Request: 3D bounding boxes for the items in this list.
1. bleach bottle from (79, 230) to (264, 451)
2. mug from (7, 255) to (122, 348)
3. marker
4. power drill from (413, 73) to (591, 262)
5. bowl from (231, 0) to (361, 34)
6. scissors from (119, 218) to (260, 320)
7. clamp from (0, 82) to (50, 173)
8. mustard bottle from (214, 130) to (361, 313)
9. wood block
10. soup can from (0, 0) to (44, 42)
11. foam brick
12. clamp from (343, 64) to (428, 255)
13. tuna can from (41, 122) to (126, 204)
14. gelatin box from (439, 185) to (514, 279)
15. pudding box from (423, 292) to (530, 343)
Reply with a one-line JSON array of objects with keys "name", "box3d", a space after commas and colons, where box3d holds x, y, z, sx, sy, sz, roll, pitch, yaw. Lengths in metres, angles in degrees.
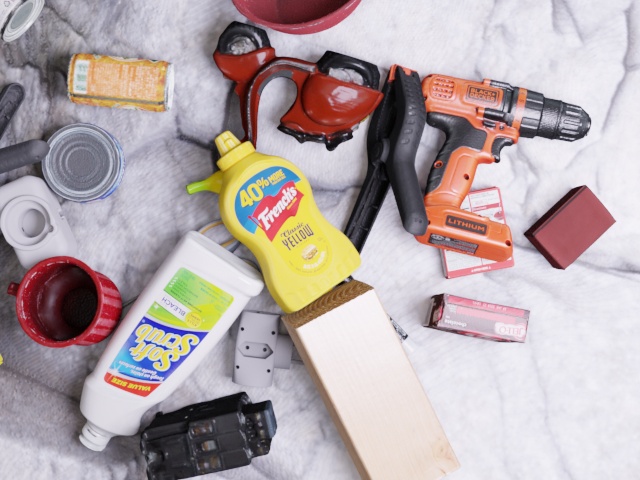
[{"name": "bleach bottle", "box3d": [-0.167, 0.117, 1.116, 0.102, 0.068, 0.251, 33, 99, -6]}, {"name": "mug", "box3d": [-0.267, 0.065, 1.108, 0.117, 0.081, 0.093, 11, 83, 10]}, {"name": "marker", "box3d": [0.057, 0.076, 1.147, 0.020, 0.020, 0.121, -43, 91, 0]}, {"name": "power drill", "box3d": [0.178, -0.076, 1.108, 0.184, 0.057, 0.187, 12, 71, 6]}, {"name": "bowl", "box3d": [-0.012, -0.269, 1.109, 0.162, 0.055, 0.162, -7, 61, 13]}, {"name": "scissors", "box3d": [-0.149, 0.061, 1.147, 0.202, 0.016, 0.096, -45, 91, 0]}, {"name": "clamp", "box3d": [-0.361, -0.090, 1.123, 0.171, 0.039, 0.120, -31, 45, 11]}, {"name": "mustard bottle", "box3d": [-0.047, -0.028, 1.087, 0.096, 0.058, 0.191, -34, 91, -16]}, {"name": "wood block", "box3d": [0.050, 0.153, 1.093, 0.090, 0.090, 0.206, -28, 99, -9]}, {"name": "soup can", "box3d": [-0.349, -0.266, 1.119, 0.102, 0.068, 0.068, 40, 90, -1]}, {"name": "foam brick", "box3d": [0.264, -0.014, 1.132, 0.078, 0.053, 0.051, -43, 90, 1]}, {"name": "clamp", "box3d": [0.077, -0.083, 1.093, 0.036, 0.165, 0.210, 15, 80, -23]}, {"name": "tuna can", "box3d": [-0.252, -0.082, 1.137, 0.086, 0.034, 0.086, 0, 90, -1]}, {"name": "gelatin box", "box3d": [0.162, -0.009, 1.142, 0.073, 0.030, 0.089, -11, 87, 0]}, {"name": "pudding box", "box3d": [0.159, 0.081, 1.101, 0.090, 0.113, 0.039, 12, 87, -1]}]
